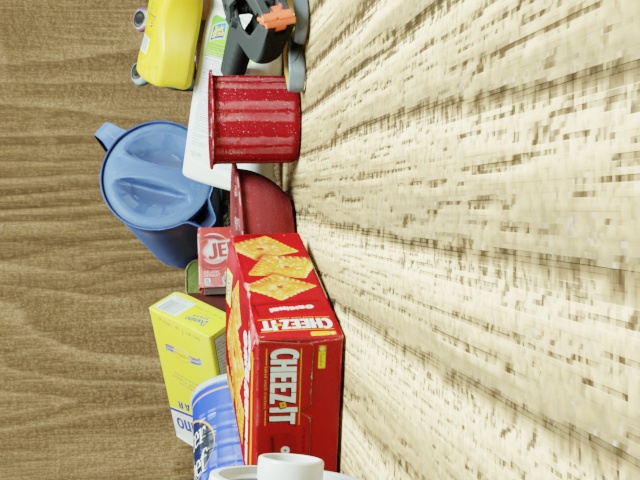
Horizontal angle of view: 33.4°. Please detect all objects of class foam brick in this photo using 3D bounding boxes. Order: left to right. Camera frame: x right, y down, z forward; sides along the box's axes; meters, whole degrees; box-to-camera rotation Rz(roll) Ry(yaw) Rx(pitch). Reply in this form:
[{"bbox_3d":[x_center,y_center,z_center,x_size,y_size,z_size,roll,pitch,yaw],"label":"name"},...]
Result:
[{"bbox_3d":[-0.121,0.094,1.185,0.078,0.053,0.051,-125,40,-71],"label":"foam brick"}]

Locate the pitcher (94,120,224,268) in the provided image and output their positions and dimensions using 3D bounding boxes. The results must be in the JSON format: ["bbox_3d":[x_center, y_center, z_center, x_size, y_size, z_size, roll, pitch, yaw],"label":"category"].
[{"bbox_3d":[-0.191,-0.052,1.327,0.243,0.145,0.149,86,179,-74],"label":"pitcher"}]

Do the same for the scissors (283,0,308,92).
[{"bbox_3d":[-0.028,-0.227,0.967,0.096,0.016,0.202,106,161,-59],"label":"scissors"}]

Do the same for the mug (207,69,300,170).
[{"bbox_3d":[-0.065,-0.117,1.007,0.117,0.081,0.093,-113,23,-69],"label":"mug"}]

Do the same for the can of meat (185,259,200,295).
[{"bbox_3d":[-0.124,0.058,1.391,0.084,0.102,0.057,115,152,-77],"label":"can of meat"}]

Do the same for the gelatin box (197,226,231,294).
[{"bbox_3d":[-0.094,0.022,1.204,0.030,0.089,0.073,108,160,-67],"label":"gelatin box"}]

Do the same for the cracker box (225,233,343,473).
[{"bbox_3d":[-0.035,0.105,0.860,0.214,0.072,0.164,-113,23,-68],"label":"cracker box"}]

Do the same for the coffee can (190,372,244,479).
[{"bbox_3d":[-0.069,0.208,1.002,0.103,0.102,0.140,100,167,-53],"label":"coffee can"}]

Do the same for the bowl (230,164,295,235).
[{"bbox_3d":[-0.057,0.001,1.051,0.162,0.055,0.162,177,90,-82],"label":"bowl"}]

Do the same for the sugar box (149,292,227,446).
[{"bbox_3d":[-0.121,0.146,1.109,0.093,0.048,0.176,21,128,38],"label":"sugar box"}]

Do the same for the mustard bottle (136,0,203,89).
[{"bbox_3d":[-0.147,-0.259,1.101,0.096,0.058,0.192,-126,45,-62],"label":"mustard bottle"}]

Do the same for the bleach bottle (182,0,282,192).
[{"bbox_3d":[-0.079,-0.180,1.113,0.068,0.103,0.251,-24,-52,-64],"label":"bleach bottle"}]

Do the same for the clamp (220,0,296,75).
[{"bbox_3d":[-0.072,-0.222,0.966,0.210,0.036,0.164,-150,45,-68],"label":"clamp"}]
